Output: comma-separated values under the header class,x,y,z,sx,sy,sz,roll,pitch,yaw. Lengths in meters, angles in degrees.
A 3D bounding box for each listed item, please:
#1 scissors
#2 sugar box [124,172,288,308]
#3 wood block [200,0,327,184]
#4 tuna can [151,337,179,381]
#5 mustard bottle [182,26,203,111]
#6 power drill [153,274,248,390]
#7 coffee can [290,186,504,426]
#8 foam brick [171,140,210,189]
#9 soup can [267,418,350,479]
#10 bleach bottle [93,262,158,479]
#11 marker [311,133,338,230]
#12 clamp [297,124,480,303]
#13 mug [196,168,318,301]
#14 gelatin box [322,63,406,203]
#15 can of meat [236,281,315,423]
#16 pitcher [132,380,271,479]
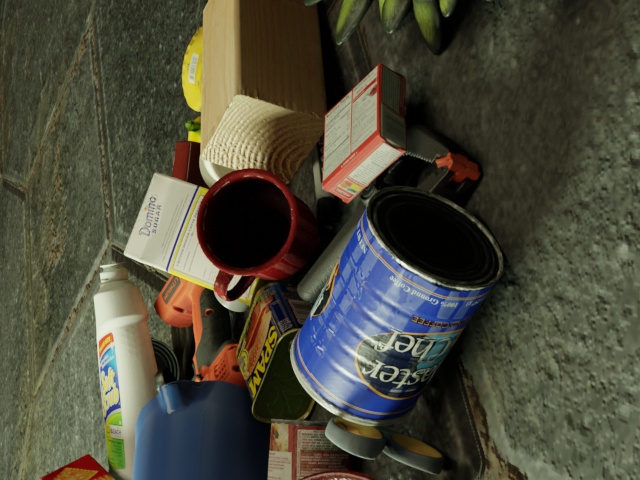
class,x,y,z,sx,sy,sz,roll,pitch,yaw
scissors,0.045,0.145,0.818,0.201,0.096,0.016,13,-84,-86
sugar box,-0.106,0.000,1.045,0.176,0.048,0.093,20,88,37
wood block,-0.056,-0.166,1.005,0.090,0.090,0.206,-53,30,42
tuna can,-0.213,0.156,1.270,0.034,0.086,0.086,-173,91,-65
mustard bottle,-0.095,-0.173,1.151,0.192,0.058,0.096,35,116,61
power drill,-0.129,0.124,1.135,0.185,0.057,0.188,-51,42,34
coffee can,0.051,0.047,0.754,0.140,0.102,0.103,-63,33,34
foam brick,-0.115,-0.076,1.145,0.051,0.078,0.053,10,92,62
soup can,-0.009,0.198,0.873,0.069,0.068,0.102,-16,70,62
bleach bottle,-0.218,0.151,1.204,0.103,0.068,0.251,-11,88,61
marker,0.002,-0.066,0.974,0.020,0.020,0.121,-41,48,53
clamp,0.048,-0.029,0.845,0.210,0.036,0.164,-4,71,61
mug,-0.056,0.001,0.938,0.093,0.081,0.117,25,89,20
gelatin box,0.035,-0.085,0.838,0.073,0.030,0.089,-41,32,38
can of meat,-0.034,0.100,0.963,0.102,0.057,0.084,-69,27,24
pitcher,-0.098,0.250,0.915,0.145,0.149,0.243,-60,17,27
